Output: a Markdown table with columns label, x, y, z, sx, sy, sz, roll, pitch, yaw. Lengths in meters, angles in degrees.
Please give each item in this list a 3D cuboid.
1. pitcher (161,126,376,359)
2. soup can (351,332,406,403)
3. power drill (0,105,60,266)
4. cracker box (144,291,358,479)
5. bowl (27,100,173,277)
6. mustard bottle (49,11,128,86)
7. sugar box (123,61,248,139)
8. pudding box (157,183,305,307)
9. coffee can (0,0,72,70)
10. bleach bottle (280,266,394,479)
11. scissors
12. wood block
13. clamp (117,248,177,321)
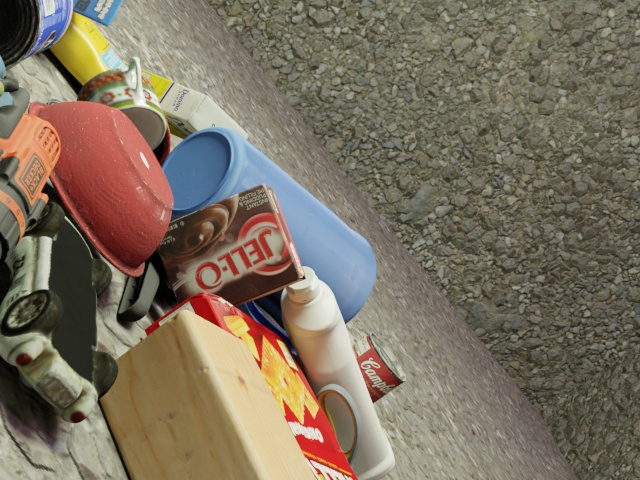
| label | x | y | z | sx | sy | sz | roll | pitch | yaw |
| --- | --- | --- | --- | --- | --- | --- | --- | --- | --- |
| pitcher | -0.057 | 0.001 | 1.074 | 0.242 | 0.145 | 0.149 | 42 | 4 | -46 |
| soup can | 0.037 | 0.161 | 1.212 | 0.068 | 0.102 | 0.068 | 52 | 9 | -12 |
| power drill | -0.234 | -0.072 | 0.643 | 0.184 | 0.057 | 0.187 | -83 | 156 | -54 |
| cracker box | -0.043 | 0.160 | 0.892 | 0.214 | 0.072 | 0.164 | 59 | 10 | 31 |
| bowl | -0.164 | -0.053 | 0.852 | 0.162 | 0.055 | 0.162 | 60 | 5 | -10 |
| mustard bottle | -0.259 | -0.204 | 1.222 | 0.191 | 0.058 | 0.096 | 50 | 8 | -17 |
| sugar box | -0.178 | -0.158 | 1.300 | 0.176 | 0.048 | 0.093 | 29 | -9 | 41 |
| pudding box | -0.080 | 0.013 | 0.939 | 0.039 | 0.113 | 0.090 | 22 | 46 | -79 |
| coffee can | -0.286 | -0.209 | 0.955 | 0.102 | 0.103 | 0.140 | 51 | 9 | -14 |
| bleach bottle | 0.010 | 0.129 | 1.038 | 0.103 | 0.068 | 0.251 | -121 | -169 | -48 |
| scissors | 0.006 | 0.234 | 0.996 | 0.016 | 0.096 | 0.202 | -24 | 108 | -72 |
| wood block | -0.064 | 0.162 | 0.720 | 0.090 | 0.090 | 0.206 | 39 | 17 | -55 |
| clamp | -0.156 | 0.017 | 0.970 | 0.164 | 0.036 | 0.209 | 64 | 12 | 24 |
